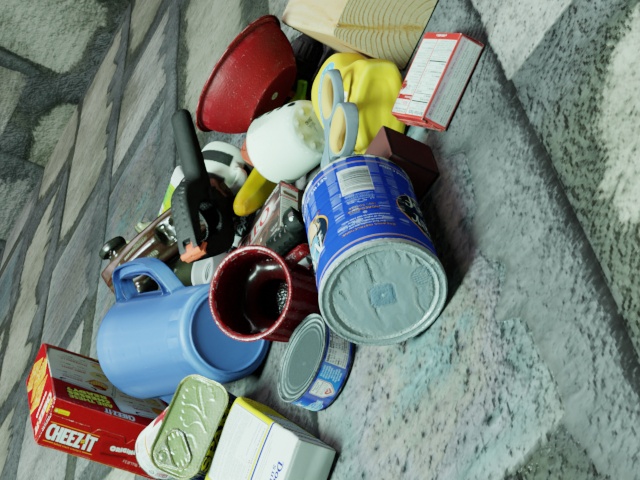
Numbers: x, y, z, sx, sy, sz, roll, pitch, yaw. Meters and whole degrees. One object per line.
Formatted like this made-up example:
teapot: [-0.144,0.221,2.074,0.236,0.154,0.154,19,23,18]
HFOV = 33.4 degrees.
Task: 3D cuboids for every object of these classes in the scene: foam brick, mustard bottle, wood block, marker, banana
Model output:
foam brick: [0.062,-0.054,0.976,0.078,0.051,0.053,-55,25,28]
mustard bottle: [0.032,-0.147,1.117,0.192,0.058,0.096,-140,46,-68]
wood block: [0.038,-0.256,1.180,0.090,0.090,0.206,-65,22,7]
marker: [-0.099,-0.021,1.360,0.020,0.020,0.121,-10,59,65]
banana: [-0.059,-0.100,1.283,0.069,0.037,0.197,68,-141,-57]

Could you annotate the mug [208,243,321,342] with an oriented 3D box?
mug: [-0.041,0.048,1.042,0.117,0.081,0.093,-49,63,12]

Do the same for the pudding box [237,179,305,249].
pudding box: [-0.058,0.002,1.215,0.114,0.039,0.090,-51,25,33]

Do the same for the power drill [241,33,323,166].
power drill: [-0.065,-0.201,1.409,0.184,0.057,0.188,-62,22,12]

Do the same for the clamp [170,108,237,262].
clamp: [-0.137,-0.054,1.240,0.036,0.164,0.210,-29,23,25]

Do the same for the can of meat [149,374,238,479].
can of meat: [-0.120,0.196,1.090,0.102,0.057,0.084,-67,-21,-13]

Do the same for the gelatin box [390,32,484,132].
gelatin box: [0.107,-0.148,0.993,0.089,0.030,0.073,-66,23,2]

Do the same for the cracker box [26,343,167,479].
cracker box: [-0.282,0.214,1.358,0.072,0.164,0.214,-66,21,5]

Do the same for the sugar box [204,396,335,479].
sugar box: [-0.050,0.209,0.983,0.176,0.048,0.093,13,83,65]

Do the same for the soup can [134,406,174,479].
soup can: [-0.158,0.220,1.192,0.102,0.068,0.068,-45,30,45]

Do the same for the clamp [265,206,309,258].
clamp: [-0.016,-0.014,1.069,0.039,0.120,0.172,61,143,12]

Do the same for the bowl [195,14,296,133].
bowl: [-0.076,-0.182,1.256,0.162,0.055,0.162,-52,-11,-15]

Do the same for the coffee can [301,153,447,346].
coffee can: [0.042,0.006,0.894,0.103,0.102,0.140,-56,24,25]

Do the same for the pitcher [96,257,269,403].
pitcher: [-0.161,0.103,1.223,0.243,0.149,0.145,-17,53,59]

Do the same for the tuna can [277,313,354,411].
tuna can: [-0.004,0.113,0.987,0.086,0.033,0.086,-49,27,37]

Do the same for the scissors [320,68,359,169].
scissors: [0.007,-0.100,1.087,0.202,0.016,0.096,122,139,-68]
